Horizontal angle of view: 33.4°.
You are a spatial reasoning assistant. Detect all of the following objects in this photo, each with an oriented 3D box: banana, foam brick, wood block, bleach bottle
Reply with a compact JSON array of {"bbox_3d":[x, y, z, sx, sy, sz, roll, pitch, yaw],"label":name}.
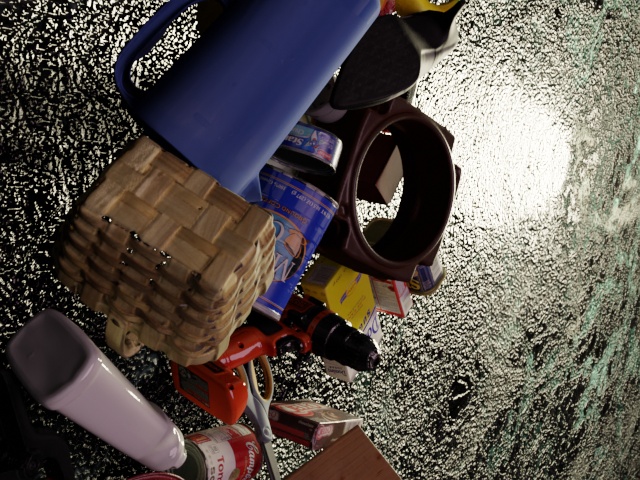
[{"bbox_3d":[0.124,-0.298,1.337,0.197,0.037,0.069,3,78,-57],"label":"banana"},{"bbox_3d":[0.073,-0.093,1.375,0.078,0.051,0.053,-62,146,-21],"label":"foam brick"},{"bbox_3d":[-0.009,0.326,1.276,0.206,0.090,0.091,-35,154,-12],"label":"wood block"},{"bbox_3d":[-0.191,0.162,1.011,0.068,0.103,0.250,-45,141,-9],"label":"bleach bottle"}]

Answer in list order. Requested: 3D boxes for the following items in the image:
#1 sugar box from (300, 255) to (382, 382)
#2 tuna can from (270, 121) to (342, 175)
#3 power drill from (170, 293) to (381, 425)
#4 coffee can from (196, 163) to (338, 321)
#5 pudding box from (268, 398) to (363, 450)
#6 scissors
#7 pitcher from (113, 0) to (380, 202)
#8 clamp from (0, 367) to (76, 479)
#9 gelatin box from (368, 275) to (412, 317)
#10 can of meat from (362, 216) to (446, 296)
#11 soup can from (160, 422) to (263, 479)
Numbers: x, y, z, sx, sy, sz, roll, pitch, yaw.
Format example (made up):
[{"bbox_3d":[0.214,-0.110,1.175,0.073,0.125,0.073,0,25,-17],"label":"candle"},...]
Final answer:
[{"bbox_3d":[0.030,0.091,1.383,0.093,0.048,0.176,-51,139,-35],"label":"sugar box"},{"bbox_3d":[-0.020,-0.101,1.153,0.086,0.086,0.034,32,73,-57],"label":"tuna can"},{"bbox_3d":[-0.053,0.125,1.155,0.187,0.185,0.057,-28,129,-39],"label":"power drill"},{"bbox_3d":[-0.057,0.001,1.139,0.140,0.103,0.102,-62,146,-6],"label":"coffee can"},{"bbox_3d":[-0.014,0.226,1.324,0.113,0.090,0.039,14,91,-59],"label":"pudding box"},{"bbox_3d":[-0.078,0.205,1.195,0.096,0.016,0.202,29,43,-41],"label":"scissors"},{"bbox_3d":[-0.065,-0.170,1.000,0.243,0.145,0.149,-50,147,-5],"label":"pitcher"},{"bbox_3d":[-0.277,0.204,0.952,0.120,0.039,0.171,-57,143,-26],"label":"clamp"},{"bbox_3d":[0.078,0.056,1.418,0.030,0.073,0.089,-53,140,-34],"label":"gelatin box"},{"bbox_3d":[0.109,0.020,1.428,0.057,0.102,0.084,-54,139,-32],"label":"can of meat"},{"bbox_3d":[-0.120,0.244,1.186,0.102,0.069,0.068,-2,103,-56],"label":"soup can"}]
